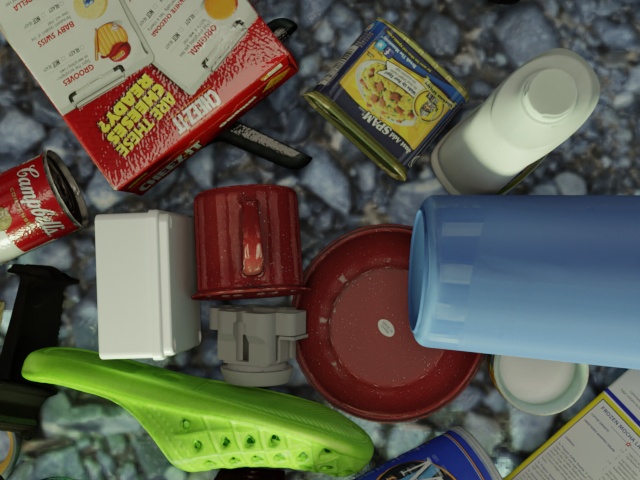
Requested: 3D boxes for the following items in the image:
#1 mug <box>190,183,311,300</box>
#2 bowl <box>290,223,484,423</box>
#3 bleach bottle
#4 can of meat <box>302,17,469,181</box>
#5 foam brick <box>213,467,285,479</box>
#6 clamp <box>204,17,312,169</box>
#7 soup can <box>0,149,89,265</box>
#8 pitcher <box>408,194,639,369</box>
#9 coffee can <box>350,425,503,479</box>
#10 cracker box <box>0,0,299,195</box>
[{"bbox_3d":[-0.055,0.001,0.815,0.093,0.117,0.081,-3,84,-4],"label":"mug"},{"bbox_3d":[0.054,0.066,0.836,0.162,0.055,0.162,0,89,4],"label":"bowl"},{"bbox_3d":[0.133,-0.077,0.736,0.102,0.251,0.068,-41,87,2],"label":"bleach bottle"},{"bbox_3d":[0.052,-0.111,0.832,0.102,0.057,0.084,41,89,-11],"label":"can of meat"},{"bbox_3d":[-0.057,0.208,0.828,0.053,0.078,0.051,4,89,1],"label":"foam brick"},{"bbox_3d":[-0.088,-0.101,0.856,0.171,0.039,0.120,-15,83,6],"label":"clamp"},{"bbox_3d":[-0.246,-0.021,0.848,0.102,0.068,0.068,-24,88,3],"label":"soup can"},{"bbox_3d":[0.188,0.023,0.764,0.243,0.149,0.145,3,75,-1],"label":"pitcher"},{"bbox_3d":[0.064,0.214,0.793,0.140,0.103,0.103,-24,88,-12],"label":"coffee can"},{"bbox_3d":[-0.144,-0.167,0.812,0.164,0.072,0.214,-38,83,5],"label":"cracker box"}]
